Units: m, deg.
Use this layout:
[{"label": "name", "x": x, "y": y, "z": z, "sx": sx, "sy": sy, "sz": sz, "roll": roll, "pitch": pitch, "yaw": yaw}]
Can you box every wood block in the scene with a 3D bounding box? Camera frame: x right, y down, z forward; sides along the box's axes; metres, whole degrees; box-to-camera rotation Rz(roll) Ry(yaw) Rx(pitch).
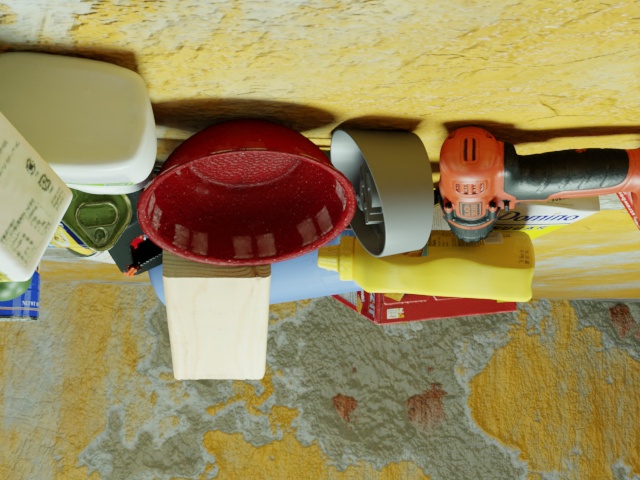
[{"label": "wood block", "x": -0.091, "y": 0.043, "z": 0.959, "sx": 0.090, "sy": 0.091, "sz": 0.206, "roll": 1, "pitch": 149, "yaw": -5}]

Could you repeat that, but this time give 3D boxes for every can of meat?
[{"label": "can of meat", "x": -0.219, "y": -0.037, "z": 0.875, "sx": 0.084, "sy": 0.057, "sz": 0.102, "roll": -1, "pitch": 140, "yaw": 43}]

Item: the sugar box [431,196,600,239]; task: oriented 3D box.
[{"label": "sugar box", "x": 0.174, "y": -0.025, "z": 1.023, "sx": 0.093, "sy": 0.048, "sz": 0.176, "roll": 4, "pitch": 166, "yaw": -25}]

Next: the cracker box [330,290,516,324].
[{"label": "cracker box", "x": 0.101, "y": 0.033, "z": 1.215, "sx": 0.164, "sy": 0.072, "sz": 0.214, "roll": -5, "pitch": -170, "yaw": -18}]

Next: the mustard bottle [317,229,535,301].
[{"label": "mustard bottle", "x": 0.093, "y": 0.019, "z": 0.966, "sx": 0.191, "sy": 0.058, "sz": 0.096, "roll": 3, "pitch": -161, "yaw": 4}]

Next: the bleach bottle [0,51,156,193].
[{"label": "bleach bottle", "x": -0.163, "y": -0.065, "z": 0.723, "sx": 0.102, "sy": 0.068, "sz": 0.251, "roll": 5, "pitch": 176, "yaw": -8}]

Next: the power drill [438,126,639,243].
[{"label": "power drill", "x": 0.187, "y": -0.038, "z": 0.847, "sx": 0.188, "sy": 0.057, "sz": 0.184, "roll": -2, "pitch": 164, "yaw": 9}]

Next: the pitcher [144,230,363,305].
[{"label": "pitcher", "x": -0.057, "y": 0.001, "z": 1.096, "sx": 0.243, "sy": 0.145, "sz": 0.149, "roll": -7, "pitch": -167, "yaw": 32}]

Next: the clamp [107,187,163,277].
[{"label": "clamp", "x": -0.149, "y": -0.026, "z": 0.961, "sx": 0.164, "sy": 0.036, "sz": 0.210, "roll": 9, "pitch": 148, "yaw": -35}]

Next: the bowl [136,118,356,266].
[{"label": "bowl", "x": -0.056, "y": -0.042, "z": 0.797, "sx": 0.162, "sy": 0.055, "sz": 0.162, "roll": -4, "pitch": 150, "yaw": -2}]
